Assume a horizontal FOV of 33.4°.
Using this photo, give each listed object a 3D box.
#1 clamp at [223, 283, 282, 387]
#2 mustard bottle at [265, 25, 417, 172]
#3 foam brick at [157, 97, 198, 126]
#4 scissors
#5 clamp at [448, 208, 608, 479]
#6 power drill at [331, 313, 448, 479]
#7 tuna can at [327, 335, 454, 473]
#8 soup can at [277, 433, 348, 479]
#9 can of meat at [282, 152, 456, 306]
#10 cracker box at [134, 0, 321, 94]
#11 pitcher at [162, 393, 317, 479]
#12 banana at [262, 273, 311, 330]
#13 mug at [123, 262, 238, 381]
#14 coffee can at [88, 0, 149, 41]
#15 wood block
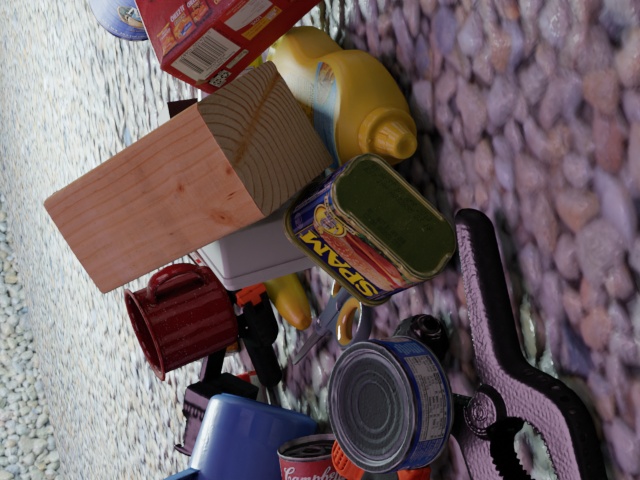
[{"bbox_3d":[-0.067,0.085,1.046,0.120,0.039,0.172,50,164,3],"label":"clamp"},{"bbox_3d":[0.018,-0.097,0.796,0.192,0.058,0.096,-139,43,-57],"label":"mustard bottle"},{"bbox_3d":[-0.144,-0.112,1.184,0.051,0.052,0.078,143,116,-65],"label":"foam brick"},{"bbox_3d":[0.009,0.082,0.903,0.202,0.016,0.096,114,158,-44],"label":"scissors"},{"bbox_3d":[0.102,0.108,0.663,0.165,0.036,0.210,-54,53,35],"label":"clamp"},{"bbox_3d":[0.077,0.169,0.766,0.185,0.057,0.188,109,146,-44],"label":"power drill"},{"bbox_3d":[0.043,0.104,0.679,0.086,0.033,0.086,2,92,51],"label":"tuna can"},{"bbox_3d":[0.002,0.231,0.948,0.069,0.068,0.102,-172,74,-67],"label":"soup can"},{"bbox_3d":[0.035,-0.007,0.749,0.102,0.057,0.084,42,154,-9],"label":"can of meat"},{"bbox_3d":[-0.079,-0.248,0.858,0.164,0.072,0.214,-39,54,22],"label":"cracker box"},{"bbox_3d":[-0.091,0.269,0.993,0.149,0.145,0.243,50,-126,-71],"label":"pitcher"},{"bbox_3d":[-0.057,0.002,1.018,0.069,0.037,0.198,73,172,-75],"label":"banana"},{"bbox_3d":[-0.130,0.065,0.995,0.093,0.081,0.117,50,154,41],"label":"mug"},{"bbox_3d":[-0.192,-0.287,1.166,0.140,0.102,0.103,161,99,-68],"label":"coffee can"},{"bbox_3d":[-0.105,-0.043,0.801,0.207,0.090,0.090,-24,102,44],"label":"wood block"}]
